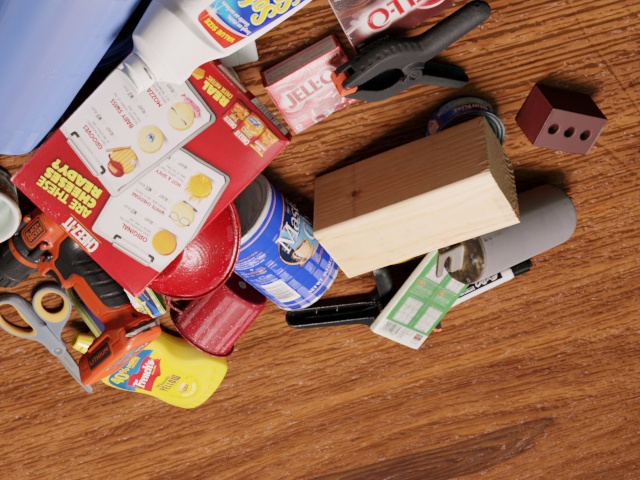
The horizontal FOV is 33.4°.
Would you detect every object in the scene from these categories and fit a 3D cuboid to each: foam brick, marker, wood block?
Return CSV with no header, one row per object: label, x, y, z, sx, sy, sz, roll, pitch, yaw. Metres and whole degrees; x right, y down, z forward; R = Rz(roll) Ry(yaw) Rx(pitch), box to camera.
foam brick,0.272,-0.136,1.206,0.078,0.051,0.053,7,129,-23
marker,0.219,0.054,1.389,0.121,0.020,0.020,-25,134,6
wood block,0.103,-0.046,1.173,0.206,0.091,0.090,-19,136,23

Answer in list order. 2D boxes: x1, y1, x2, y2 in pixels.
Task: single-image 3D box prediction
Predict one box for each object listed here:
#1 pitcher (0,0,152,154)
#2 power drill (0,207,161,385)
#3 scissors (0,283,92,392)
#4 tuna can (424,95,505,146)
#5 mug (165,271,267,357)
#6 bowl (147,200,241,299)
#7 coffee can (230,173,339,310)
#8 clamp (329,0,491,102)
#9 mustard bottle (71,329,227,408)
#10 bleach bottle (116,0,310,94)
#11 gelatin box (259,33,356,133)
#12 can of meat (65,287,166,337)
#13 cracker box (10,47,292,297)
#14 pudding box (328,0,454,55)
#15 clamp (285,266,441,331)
pitcher,-0.237,-0.193,0.946,0.149,0.145,0.243,33,122,-11
power drill,-0.263,0.054,1.123,0.185,0.188,0.057,-37,173,37
scissors,-0.305,0.115,1.279,0.096,0.016,0.201,-32,133,12
tuna can,0.161,-0.119,1.199,0.086,0.034,0.086,-9,134,-10
mug,-0.126,0.072,1.248,0.117,0.093,0.082,28,114,-31
bowl,-0.165,-0.008,1.113,0.162,0.162,0.055,-51,169,27
coffee can,-0.058,0.001,1.192,0.103,0.103,0.140,-35,133,15
clamp,0.095,-0.187,1.079,0.171,0.039,0.120,-17,146,-26
mustard bottle,-0.216,0.147,1.308,0.191,0.058,0.096,23,126,-33
bleach bottle,-0.072,-0.213,0.939,0.250,0.068,0.102,-43,147,-12
gelatin box,-0.007,-0.161,1.108,0.089,0.030,0.073,-28,134,8
can of meat,-0.234,0.059,1.222,0.084,0.057,0.102,-23,135,1
cracker box,-0.157,-0.080,1.014,0.164,0.072,0.214,44,100,-6
pudding box,0.065,-0.246,1.046,0.113,0.039,0.090,-26,135,8
clamp,0.083,0.079,1.337,0.209,0.036,0.165,13,143,-34
